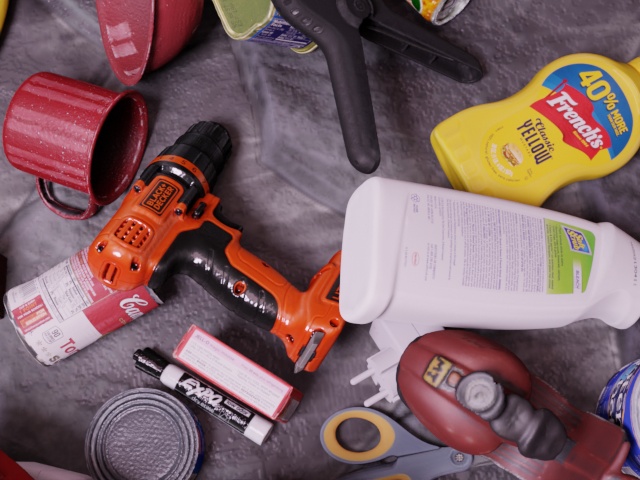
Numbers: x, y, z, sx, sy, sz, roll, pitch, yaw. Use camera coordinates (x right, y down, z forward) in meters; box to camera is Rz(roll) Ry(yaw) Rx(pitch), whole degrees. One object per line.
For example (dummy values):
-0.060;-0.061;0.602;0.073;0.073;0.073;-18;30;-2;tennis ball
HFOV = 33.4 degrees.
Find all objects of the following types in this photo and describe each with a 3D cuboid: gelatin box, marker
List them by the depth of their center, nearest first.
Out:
-0.060;0.100;0.786;0.089;0.073;0.030;30;82;10;gelatin box
-0.091;0.117;0.813;0.121;0.020;0.020;30;82;11;marker

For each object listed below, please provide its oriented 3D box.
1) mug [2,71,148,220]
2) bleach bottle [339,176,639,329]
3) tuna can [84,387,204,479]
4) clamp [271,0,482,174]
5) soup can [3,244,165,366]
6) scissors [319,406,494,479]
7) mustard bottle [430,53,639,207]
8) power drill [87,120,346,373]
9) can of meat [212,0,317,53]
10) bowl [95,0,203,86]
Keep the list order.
-0.194;-0.072;0.836;0.081;0.093;0.117;18;116;13;mug
0.142;0.025;0.758;0.250;0.068;0.102;10;71;-17;bleach bottle
-0.130;0.155;0.800;0.086;0.034;0.086;-1;78;5;tuna can
0.029;-0.168;0.804;0.164;0.036;0.210;-33;90;-40;clamp
-0.179;0.043;0.812;0.102;0.068;0.068;-29;77;-2;soup can
0.088;0.147;0.793;0.201;0.016;0.096;-23;72;-6;scissors
0.188;-0.087;0.814;0.191;0.058;0.096;-28;86;-2;mustard bottle
-0.055;0.001;0.793;0.187;0.057;0.184;28;45;2;power drill
-0.043;-0.201;0.837;0.058;0.083;0.102;-33;74;33;can of meat
-0.131;-0.203;0.834;0.055;0.162;0.162;-7;76;-25;bowl
